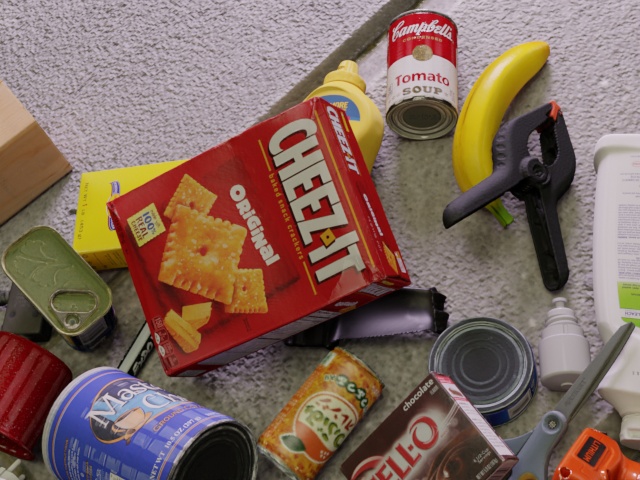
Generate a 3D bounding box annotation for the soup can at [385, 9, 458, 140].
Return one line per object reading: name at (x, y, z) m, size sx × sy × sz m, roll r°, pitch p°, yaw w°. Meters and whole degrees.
soup can at (0.094, -0.153, 0.991) m, size 0.068 × 0.068 × 0.102 m, roll -4°, pitch 61°, yaw 14°

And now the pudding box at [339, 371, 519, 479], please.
pudding box at (0.081, 0.171, 0.809) m, size 0.113 × 0.039 × 0.090 m, roll -48°, pitch 58°, yaw 13°

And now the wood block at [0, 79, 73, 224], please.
wood block at (-0.364, -0.055, 1.055) m, size 0.206 × 0.090 × 0.091 m, roll -40°, pitch 59°, yaw -8°

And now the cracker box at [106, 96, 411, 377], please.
cracker box at (-0.056, 0.001, 0.889) m, size 0.214 × 0.072 × 0.164 m, roll -25°, pitch 76°, yaw 19°

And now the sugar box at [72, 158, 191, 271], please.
sugar box at (-0.140, -0.027, 1.000) m, size 0.176 × 0.048 × 0.093 m, roll -9°, pitch 60°, yaw 13°

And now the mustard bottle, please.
mustard bottle at (0.009, -0.084, 0.980) m, size 0.096 × 0.058 × 0.191 m, roll -7°, pitch 57°, yaw 35°

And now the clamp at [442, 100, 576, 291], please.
clamp at (0.182, -0.042, 0.909) m, size 0.120 × 0.039 × 0.171 m, roll 41°, pitch 60°, yaw -13°

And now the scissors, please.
scissors at (0.157, 0.140, 0.812) m, size 0.096 × 0.016 × 0.202 m, roll 20°, pitch 83°, yaw 33°

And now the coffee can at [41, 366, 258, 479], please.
coffee can at (-0.135, 0.168, 0.840) m, size 0.141 × 0.102 × 0.102 m, roll 15°, pitch 66°, yaw 36°

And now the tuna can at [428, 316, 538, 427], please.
tuna can at (0.130, 0.105, 0.856) m, size 0.086 × 0.033 × 0.086 m, roll -7°, pitch 60°, yaw 12°

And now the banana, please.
banana at (0.158, -0.109, 0.961) m, size 0.037 × 0.069 × 0.197 m, roll -23°, pitch 45°, yaw 58°

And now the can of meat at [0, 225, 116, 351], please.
can of meat at (-0.228, 0.046, 0.944) m, size 0.057 × 0.084 × 0.102 m, roll -42°, pitch 80°, yaw -17°

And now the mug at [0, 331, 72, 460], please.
mug at (-0.277, 0.132, 0.932) m, size 0.117 × 0.093 × 0.081 m, roll 1°, pitch 55°, yaw 42°

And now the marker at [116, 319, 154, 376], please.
marker at (-0.165, 0.104, 0.949) m, size 0.020 × 0.020 × 0.121 m, roll 21°, pitch 69°, yaw 25°
